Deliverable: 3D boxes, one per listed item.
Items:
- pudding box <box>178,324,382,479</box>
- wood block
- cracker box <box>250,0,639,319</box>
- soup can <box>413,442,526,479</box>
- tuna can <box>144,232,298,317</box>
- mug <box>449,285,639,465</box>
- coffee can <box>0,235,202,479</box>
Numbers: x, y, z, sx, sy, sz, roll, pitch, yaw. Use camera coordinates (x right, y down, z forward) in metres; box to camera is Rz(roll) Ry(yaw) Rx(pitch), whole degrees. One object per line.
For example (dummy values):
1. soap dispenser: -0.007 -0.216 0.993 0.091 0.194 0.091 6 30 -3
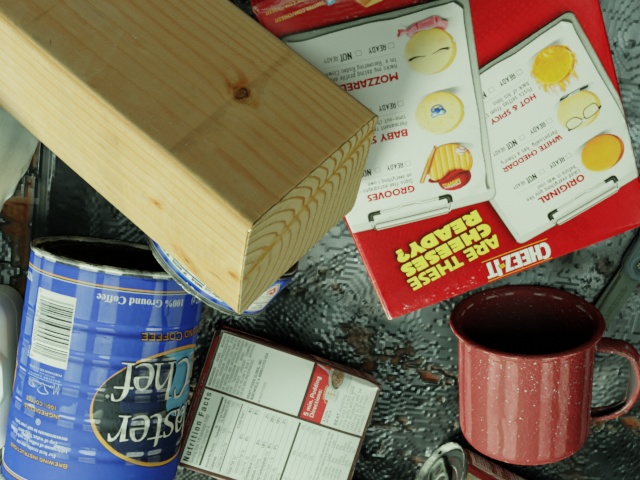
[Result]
1. pudding box: -0.027 0.113 0.677 0.113 0.039 0.090 19 87 -8
2. wood block: -0.083 -0.074 0.533 0.206 0.090 0.090 40 64 14
3. cracker box: 0.074 -0.078 0.586 0.164 0.072 0.213 -21 125 6
4. soup can: 0.116 0.187 0.709 0.102 0.068 0.068 30 105 -14
5. tuna can: -0.054 0.001 0.594 0.086 0.086 0.034 36 111 -14
6. mug: 0.139 0.084 0.661 0.117 0.093 0.081 0 114 9
7. coffee can: -0.125 0.076 0.617 0.102 0.103 0.140 9 97 -7
